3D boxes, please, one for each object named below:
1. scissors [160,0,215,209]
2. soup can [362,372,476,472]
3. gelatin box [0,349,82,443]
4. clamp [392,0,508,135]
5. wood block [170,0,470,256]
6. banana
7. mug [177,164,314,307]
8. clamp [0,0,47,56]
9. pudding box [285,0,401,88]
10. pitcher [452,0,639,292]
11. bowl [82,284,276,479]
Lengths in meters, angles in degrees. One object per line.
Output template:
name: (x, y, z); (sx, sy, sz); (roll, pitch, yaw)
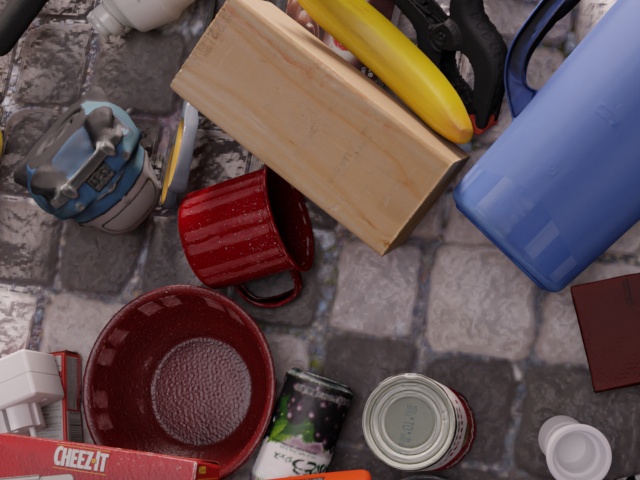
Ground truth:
scissors: (-0.113, -0.110, 0.913); (0.016, 0.096, 0.201); (14, 50, -13)
soup can: (0.073, 0.133, 0.771); (0.068, 0.102, 0.068); (-3, 78, 15)
gelatin box: (-0.239, 0.141, 0.899); (0.073, 0.030, 0.089); (-9, 76, 16)
clamp: (0.094, -0.167, 0.829); (0.120, 0.039, 0.171); (9, 117, 48)
wood block: (0.001, -0.090, 0.817); (0.206, 0.090, 0.090); (39, 105, 8)
banana: (0.043, -0.145, 0.819); (0.198, 0.069, 0.037); (41, 120, 3)
mug: (-0.056, 0.001, 0.851); (0.082, 0.093, 0.117); (-17, 111, 17)
clamp: (-0.231, -0.276, 0.951); (0.210, 0.036, 0.164); (-27, 63, 24)
pudding box: (0.018, -0.182, 0.885); (0.090, 0.039, 0.113); (9, 82, 16)
pitcher: (0.206, -0.089, 0.768); (0.243, 0.145, 0.149); (-46, 30, 6)
bowl: (-0.105, 0.119, 0.850); (0.162, 0.055, 0.162); (-3, 78, 16)
